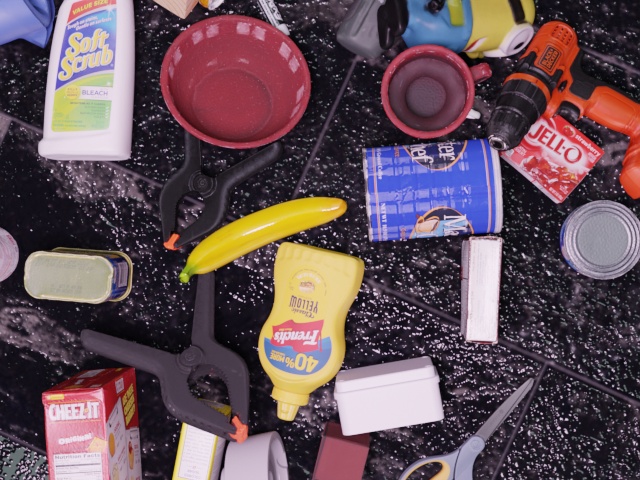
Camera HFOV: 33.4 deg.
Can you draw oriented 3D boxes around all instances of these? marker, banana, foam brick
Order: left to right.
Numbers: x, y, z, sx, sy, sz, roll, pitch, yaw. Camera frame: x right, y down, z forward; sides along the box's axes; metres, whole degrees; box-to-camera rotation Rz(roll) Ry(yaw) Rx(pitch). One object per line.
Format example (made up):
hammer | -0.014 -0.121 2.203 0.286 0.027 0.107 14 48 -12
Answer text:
banana | -0.067 -0.005 1.174 0.197 0.070 0.037 -26 123 -6
marker | -0.055 -0.255 1.194 0.020 0.020 0.121 -27 89 3
foam brick | 0.023 0.235 1.164 0.051 0.078 0.053 14 93 2

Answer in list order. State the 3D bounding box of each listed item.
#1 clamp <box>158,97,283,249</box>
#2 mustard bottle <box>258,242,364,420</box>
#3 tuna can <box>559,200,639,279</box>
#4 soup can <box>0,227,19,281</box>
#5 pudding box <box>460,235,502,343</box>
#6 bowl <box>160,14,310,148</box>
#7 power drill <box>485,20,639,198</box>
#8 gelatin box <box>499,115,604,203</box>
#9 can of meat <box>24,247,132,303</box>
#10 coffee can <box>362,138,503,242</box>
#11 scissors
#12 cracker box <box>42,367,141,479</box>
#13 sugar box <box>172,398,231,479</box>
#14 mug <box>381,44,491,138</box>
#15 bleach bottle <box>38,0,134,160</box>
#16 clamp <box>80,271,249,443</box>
clamp | -0.119 -0.063 1.190 0.120 0.039 0.171 19 89 8
mustard bottle | -0.018 0.103 1.173 0.096 0.058 0.191 13 92 18
tuna can | 0.306 -0.001 1.167 0.086 0.033 0.086 0 91 3
soup can | -0.380 0.016 1.173 0.068 0.102 0.068 0 90 3
pudding box | 0.173 0.052 1.147 0.039 0.090 0.113 0 90 4
bowl | -0.093 -0.163 1.163 0.162 0.055 0.162 3 69 -7
power drill | 0.278 -0.126 1.124 0.187 0.057 0.184 34 61 -2
gelatin box | 0.252 -0.096 1.171 0.089 0.030 0.073 40 92 2
can of meat | -0.266 0.039 1.176 0.102 0.084 0.057 4 90 3
coffee can | 0.119 -0.054 1.143 0.140 0.103 0.103 -4 90 3
scissors | 0.177 0.246 1.186 0.202 0.016 0.096 -34 90 3
cracker box | -0.238 0.253 1.136 0.072 0.164 0.214 -4 90 1
sugar box | -0.138 0.268 1.166 0.048 0.093 0.176 13 91 3
mug | 0.120 -0.154 1.099 0.117 0.081 0.093 -25 88 4
bleach bottle | -0.258 -0.217 1.186 0.102 0.068 0.251 0 88 3
clamp | -0.148 0.133 1.133 0.164 0.036 0.210 -25 60 -15
